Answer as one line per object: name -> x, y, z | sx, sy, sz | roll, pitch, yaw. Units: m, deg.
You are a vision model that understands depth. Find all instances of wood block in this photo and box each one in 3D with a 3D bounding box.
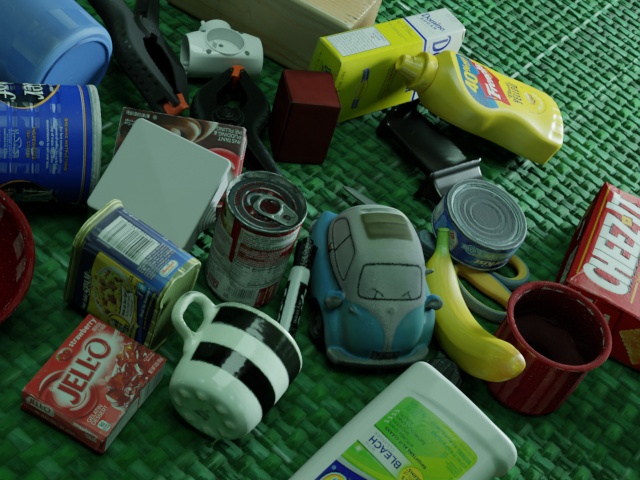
wood block -> -0.049, -0.262, 1.150 | 0.206, 0.090, 0.090 | 30, 47, 9

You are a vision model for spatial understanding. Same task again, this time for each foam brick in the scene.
foam brick -> -0.017, -0.121, 1.039 | 0.051, 0.078, 0.053 | 2, 48, -16

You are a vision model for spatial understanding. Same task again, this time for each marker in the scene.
marker -> -0.023, 0.053, 0.887 | 0.020, 0.020, 0.121 | 16, 68, -5

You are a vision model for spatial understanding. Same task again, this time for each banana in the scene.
banana -> 0.121, 0.068, 0.908 | 0.037, 0.070, 0.198 | -5, 34, -14

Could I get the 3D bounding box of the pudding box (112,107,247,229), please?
pudding box -> -0.127, -0.062, 0.944 | 0.113, 0.039, 0.090 | 9, 73, -1

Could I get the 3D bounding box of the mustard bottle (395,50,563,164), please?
mustard bottle -> 0.160, -0.149, 1.107 | 0.191, 0.058, 0.096 | 20, 42, -25

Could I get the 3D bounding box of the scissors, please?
scissors -> 0.119, -0.001, 1.020 | 0.096, 0.016, 0.202 | -26, 62, -38

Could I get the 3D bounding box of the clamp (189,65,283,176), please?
clamp -> -0.099, -0.106, 1.025 | 0.120, 0.039, 0.171 | 5, 44, -12

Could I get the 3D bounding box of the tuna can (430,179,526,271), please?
tuna can -> 0.149, -0.016, 1.002 | 0.086, 0.034, 0.086 | 12, 50, -16

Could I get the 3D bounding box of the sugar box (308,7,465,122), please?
sugar box -> 0.066, -0.181, 1.113 | 0.175, 0.093, 0.048 | -19, 58, -32

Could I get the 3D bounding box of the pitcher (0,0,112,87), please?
pitcher -> -0.321, -0.213, 0.993 | 0.243, 0.149, 0.144 | 40, 29, 13

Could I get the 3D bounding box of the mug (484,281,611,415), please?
mug -> 0.192, 0.088, 0.918 | 0.093, 0.082, 0.117 | 28, 46, 7

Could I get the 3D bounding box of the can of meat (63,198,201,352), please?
can of meat -> -0.148, 0.031, 0.837 | 0.084, 0.102, 0.057 | 34, 47, 10

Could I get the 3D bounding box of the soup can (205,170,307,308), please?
soup can -> -0.056, 0.001, 0.895 | 0.068, 0.102, 0.068 | 10, 46, -11

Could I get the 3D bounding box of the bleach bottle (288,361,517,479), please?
bleach bottle -> 0.012, 0.200, 0.719 | 0.250, 0.068, 0.103 | -42, 75, -16

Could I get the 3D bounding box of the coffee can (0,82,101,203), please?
coffee can -> -0.262, -0.083, 0.899 | 0.140, 0.103, 0.103 | 0, 49, -19

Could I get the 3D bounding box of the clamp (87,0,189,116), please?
clamp -> -0.188, -0.208, 1.047 | 0.164, 0.036, 0.210 | 24, 35, -55

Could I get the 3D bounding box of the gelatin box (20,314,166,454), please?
gelatin box -> -0.171, 0.108, 0.807 | 0.073, 0.030, 0.089 | 29, 46, 8
